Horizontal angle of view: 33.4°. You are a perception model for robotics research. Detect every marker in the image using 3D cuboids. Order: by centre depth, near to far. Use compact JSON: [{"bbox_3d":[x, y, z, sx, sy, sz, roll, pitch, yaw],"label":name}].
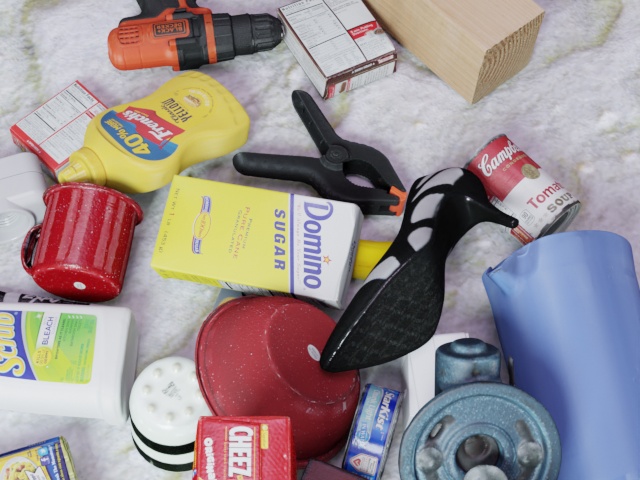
[{"bbox_3d":[-0.254,0.060,0.969,0.121,0.020,0.020,8,60,2],"label":"marker"}]

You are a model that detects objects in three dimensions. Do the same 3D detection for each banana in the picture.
[{"bbox_3d":[0.006,0.001,1.009,0.198,0.037,0.069,14,31,2],"label":"banana"}]

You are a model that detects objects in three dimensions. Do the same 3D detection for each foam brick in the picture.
[{"bbox_3d":[0.005,0.217,0.857,0.053,0.078,0.051,19,61,10],"label":"foam brick"}]

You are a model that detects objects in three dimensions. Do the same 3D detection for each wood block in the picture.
[{"bbox_3d":[0.124,-0.253,1.128,0.090,0.090,0.206,-37,67,-21],"label":"wood block"}]

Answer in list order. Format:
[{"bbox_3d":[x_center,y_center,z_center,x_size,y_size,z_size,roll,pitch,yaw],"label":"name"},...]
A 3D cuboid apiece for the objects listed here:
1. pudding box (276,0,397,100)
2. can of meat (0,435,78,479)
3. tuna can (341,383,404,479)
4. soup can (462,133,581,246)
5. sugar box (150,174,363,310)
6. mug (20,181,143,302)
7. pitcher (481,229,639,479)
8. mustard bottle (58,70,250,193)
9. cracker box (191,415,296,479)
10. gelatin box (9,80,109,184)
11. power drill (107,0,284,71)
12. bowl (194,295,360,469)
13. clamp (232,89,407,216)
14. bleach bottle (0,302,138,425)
[{"bbox_3d":[0.017,-0.212,1.129,0.090,0.039,0.113,-24,62,-15],"label":"pudding box"},{"bbox_3d":[-0.234,0.215,0.858,0.083,0.057,0.102,-16,63,-14],"label":"can of meat"},{"bbox_3d":[0.043,0.163,0.885,0.034,0.086,0.086,15,60,7],"label":"tuna can"},{"bbox_3d":[0.190,-0.045,1.023,0.068,0.068,0.102,-36,69,-21],"label":"soup can"},{"bbox_3d":[-0.056,0.001,0.963,0.176,0.048,0.093,8,76,14],"label":"sugar box"},{"bbox_3d":[-0.224,0.006,0.968,0.117,0.093,0.081,-5,62,22],"label":"mug"},{"bbox_3d":[0.233,0.124,0.903,0.149,0.145,0.243,-11,64,5],"label":"pitcher"},{"bbox_3d":[-0.165,-0.094,1.015,0.191,0.058,0.096,-32,64,-35],"label":"mustard bottle"},{"bbox_3d":[-0.056,0.238,0.763,0.072,0.214,0.164,1,60,-5],"label":"cracker box"},{"bbox_3d":[-0.250,-0.108,1.060,0.073,0.030,0.089,40,66,20],"label":"gelatin box"},{"bbox_3d":[-0.140,-0.267,1.141,0.184,0.057,0.187,-7,61,-7],"label":"power drill"},{"bbox_3d":[-0.022,0.105,0.890,0.162,0.055,0.162,23,46,-26],"label":"bowl"},{"bbox_3d":[0.012,-0.083,1.054,0.171,0.039,0.120,24,63,6],"label":"clamp"},{"bbox_3d":[-0.289,0.103,0.919,0.251,0.068,0.102,2,60,1],"label":"bleach bottle"}]
